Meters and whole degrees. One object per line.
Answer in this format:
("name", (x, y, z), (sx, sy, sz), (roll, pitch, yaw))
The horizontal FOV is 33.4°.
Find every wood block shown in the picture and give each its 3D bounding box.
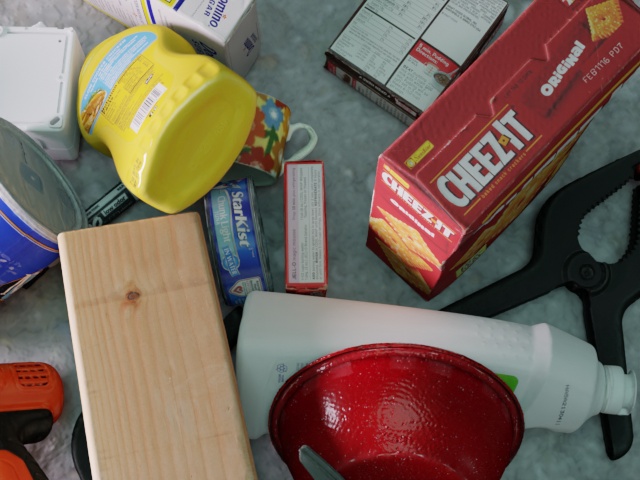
("wood block", (-0.097, 0.097, 0.647), (0.090, 0.090, 0.206), (-10, 63, -10))

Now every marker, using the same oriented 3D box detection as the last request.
("marker", (-0.172, -0.007, 0.758), (0.121, 0.020, 0.020), (-40, 81, -8))

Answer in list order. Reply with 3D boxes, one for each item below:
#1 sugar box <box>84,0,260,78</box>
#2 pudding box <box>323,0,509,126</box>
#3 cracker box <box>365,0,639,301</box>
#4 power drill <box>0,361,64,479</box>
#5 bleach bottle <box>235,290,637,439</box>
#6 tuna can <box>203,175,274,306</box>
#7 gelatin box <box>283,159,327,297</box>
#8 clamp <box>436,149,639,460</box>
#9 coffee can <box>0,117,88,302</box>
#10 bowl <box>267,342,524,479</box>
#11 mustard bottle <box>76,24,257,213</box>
("sugar box", (-0.126, -0.181, 0.759), (0.176, 0.093, 0.048), (30, 79, 5))
("pudding box", (0.070, -0.150, 0.780), (0.090, 0.039, 0.113), (35, 78, 8))
("cracker box", (0.109, -0.055, 0.669), (0.072, 0.214, 0.164), (43, 81, 8))
("power drill", (-0.224, 0.144, 0.634), (0.184, 0.057, 0.188), (-1, 40, -34))
("bleach bottle", (0.073, 0.091, 0.691), (0.251, 0.103, 0.068), (6, 42, 3))
("tuna can", (-0.055, 0.001, 0.723), (0.033, 0.086, 0.086), (-10, 78, -1))
("gelatin box", (-0.010, -0.003, 0.730), (0.030, 0.073, 0.089), (-2, 77, -2))
("clamp", (0.171, 0.025, 0.743), (0.164, 0.036, 0.210), (23, 82, 4))
("coffee can", (-0.238, 0.000, 0.696), (0.140, 0.102, 0.103), (-37, 80, 10))
("bowl", (0.046, 0.136, 0.655), (0.162, 0.162, 0.055), (4, 42, 1))
("mustard bottle", (-0.117, -0.095, 0.714), (0.096, 0.058, 0.192), (-56, 38, 5))
